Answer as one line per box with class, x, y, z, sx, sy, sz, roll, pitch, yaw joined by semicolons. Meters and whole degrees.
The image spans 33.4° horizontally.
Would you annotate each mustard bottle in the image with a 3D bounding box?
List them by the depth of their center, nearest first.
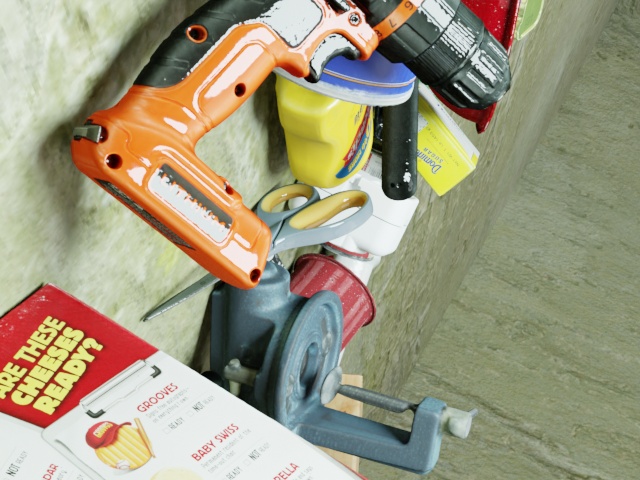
mustard bottle;0.007;-0.090;0.768;0.191;0.058;0.096;83;25;-70

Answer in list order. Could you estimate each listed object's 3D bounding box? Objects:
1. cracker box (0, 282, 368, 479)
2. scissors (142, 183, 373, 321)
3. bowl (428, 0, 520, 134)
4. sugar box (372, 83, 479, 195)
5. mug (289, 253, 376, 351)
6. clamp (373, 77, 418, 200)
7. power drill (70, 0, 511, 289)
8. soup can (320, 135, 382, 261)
cracker box;-0.090;0.132;0.474;0.164;0.214;0.072;-47;162;-51
scissors;-0.055;0.001;0.771;0.201;0.096;0.016;-23;121;-24
bowl;0.110;-0.164;0.800;0.162;0.055;0.162;13;87;-89
sugar box;0.098;-0.094;0.962;0.048;0.093;0.176;-39;180;10
mug;-0.016;0.074;0.996;0.117;0.093;0.081;-16;-153;53
clamp;0.057;-0.140;0.762;0.164;0.036;0.210;-91;-178;-63
power drill;-0.012;-0.073;0.506;0.187;0.184;0.057;-56;-158;-11
soup can;0.038;-0.041;0.980;0.102;0.068;0.068;-67;167;16
